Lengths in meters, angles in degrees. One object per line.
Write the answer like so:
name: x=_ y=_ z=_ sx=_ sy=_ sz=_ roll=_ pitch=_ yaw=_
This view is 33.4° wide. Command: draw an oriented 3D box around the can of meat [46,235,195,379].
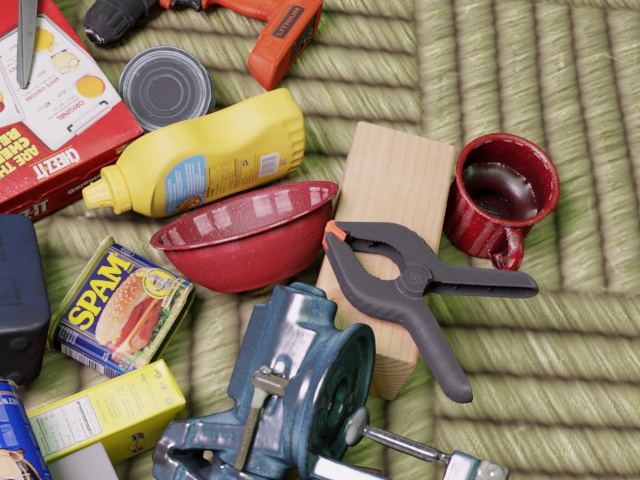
can of meat: x=-0.160 y=0.060 z=0.864 sx=0.084 sy=0.057 sz=0.102 roll=28 pitch=62 yaw=2

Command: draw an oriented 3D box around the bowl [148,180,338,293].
bowl: x=-0.056 y=0.001 z=0.880 sx=0.162 sy=0.162 sz=0.055 roll=-21 pitch=105 yaw=-19

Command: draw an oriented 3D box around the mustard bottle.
mustard bottle: x=-0.109 y=-0.065 z=0.913 sx=0.191 sy=0.096 sz=0.058 roll=-21 pitch=66 yaw=-18

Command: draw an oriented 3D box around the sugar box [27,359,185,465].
sugar box: x=-0.189 y=0.151 z=0.792 sx=0.176 sy=0.093 sz=0.048 roll=-24 pitch=70 yaw=-19

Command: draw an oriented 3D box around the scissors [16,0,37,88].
scissors: x=-0.267 y=-0.233 z=0.919 sx=0.096 sy=0.016 sz=0.201 roll=22 pitch=64 yaw=-19

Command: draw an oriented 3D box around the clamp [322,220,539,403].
clamp: x=0.071 y=0.046 z=0.817 sx=0.171 sy=0.039 sz=0.120 roll=23 pitch=57 yaw=8

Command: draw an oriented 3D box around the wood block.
wood block: x=0.047 y=0.016 z=0.901 sx=0.090 sy=0.091 sz=0.206 roll=15 pitch=62 yaw=-2

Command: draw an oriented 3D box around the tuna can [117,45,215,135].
tuna can: x=-0.138 y=-0.131 z=0.957 sx=0.086 sy=0.034 sz=0.086 roll=0 pitch=90 yaw=-1

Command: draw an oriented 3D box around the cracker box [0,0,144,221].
cracker box: x=-0.278 y=-0.123 z=0.929 sx=0.164 sy=0.072 sz=0.214 roll=-30 pitch=73 yaw=-21

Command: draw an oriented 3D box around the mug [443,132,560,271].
mug: x=0.157 y=-0.025 z=0.945 sx=0.093 sy=0.081 sz=0.117 roll=-5 pitch=64 yaw=-12

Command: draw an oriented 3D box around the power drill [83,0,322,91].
power drill: x=-0.107 y=-0.220 z=1.014 sx=0.188 sy=0.057 sz=0.184 roll=31 pitch=66 yaw=6
